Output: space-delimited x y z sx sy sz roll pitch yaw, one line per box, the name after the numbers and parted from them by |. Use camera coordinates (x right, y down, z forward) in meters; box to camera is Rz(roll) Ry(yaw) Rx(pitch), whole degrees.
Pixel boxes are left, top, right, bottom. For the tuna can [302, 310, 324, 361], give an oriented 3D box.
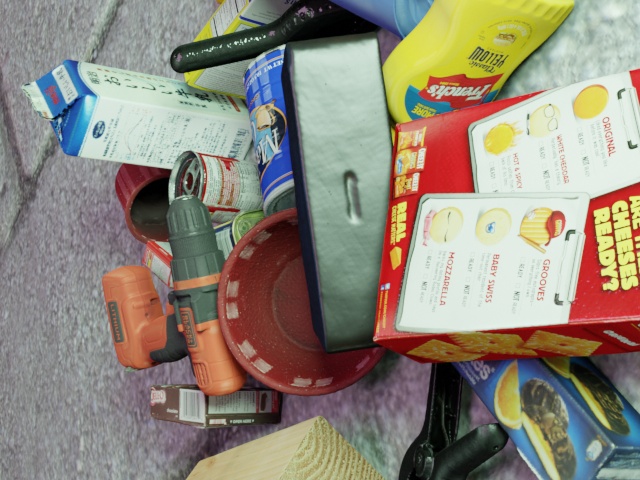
-0.021 0.096 1.004 0.086 0.033 0.086 -15 72 53 | tuna can

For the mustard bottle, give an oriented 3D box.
0.100 -0.132 0.819 0.192 0.096 0.058 -51 46 37 | mustard bottle

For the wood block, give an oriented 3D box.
-0.048 0.236 0.942 0.207 0.090 0.090 -31 18 48 | wood block

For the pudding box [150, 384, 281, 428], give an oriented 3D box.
-0.106 0.163 1.067 0.114 0.089 0.039 -3 84 54 | pudding box

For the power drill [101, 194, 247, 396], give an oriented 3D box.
-0.144 0.055 1.019 0.188 0.057 0.184 -9 92 56 | power drill

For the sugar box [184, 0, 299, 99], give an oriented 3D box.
-0.057 -0.212 1.064 0.177 0.093 0.048 -44 50 41 | sugar box

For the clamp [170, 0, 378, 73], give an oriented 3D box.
-0.013 -0.188 0.992 0.210 0.164 0.036 -19 78 28 | clamp

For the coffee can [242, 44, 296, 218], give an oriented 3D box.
-0.011 -0.093 0.965 0.103 0.102 0.140 -38 54 45 | coffee can

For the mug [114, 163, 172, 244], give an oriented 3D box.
-0.180 -0.060 1.227 0.117 0.093 0.082 -42 38 2 | mug

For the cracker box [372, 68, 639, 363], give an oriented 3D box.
0.145 -0.010 0.692 0.214 0.072 0.164 -9 65 38 | cracker box

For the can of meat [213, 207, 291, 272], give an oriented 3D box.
-0.057 0.001 1.015 0.084 0.101 0.057 -16 88 56 | can of meat

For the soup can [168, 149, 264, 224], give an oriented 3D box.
-0.092 -0.050 1.075 0.069 0.102 0.068 -15 72 54 | soup can

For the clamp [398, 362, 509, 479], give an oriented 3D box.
0.095 0.168 0.804 0.120 0.039 0.171 -109 29 -67 | clamp

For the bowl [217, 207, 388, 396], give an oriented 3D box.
-0.006 0.053 0.933 0.162 0.055 0.162 -1 86 13 | bowl

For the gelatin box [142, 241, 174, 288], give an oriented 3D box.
-0.133 0.028 1.131 0.073 0.089 0.030 34 113 53 | gelatin box
